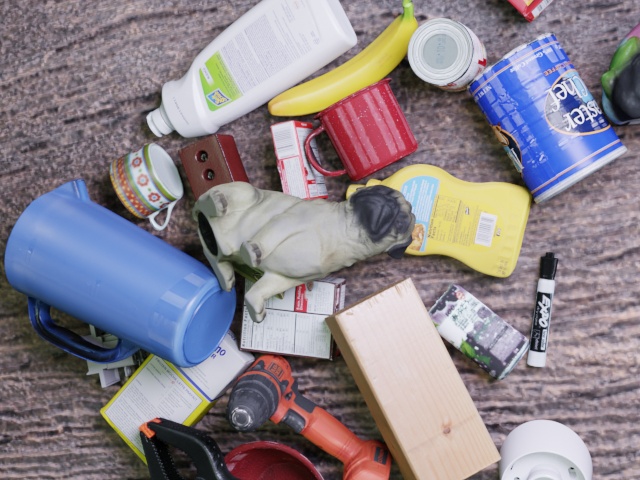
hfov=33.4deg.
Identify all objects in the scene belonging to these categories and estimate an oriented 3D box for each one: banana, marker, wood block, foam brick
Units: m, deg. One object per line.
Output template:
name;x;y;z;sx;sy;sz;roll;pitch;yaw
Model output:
banana;0.034;-0.186;1.143;0.198;0.069;0.037;-36;45;22
marker;0.234;0.072;1.125;0.020;0.020;0.121;8;96;15
wood block;0.093;0.152;1.118;0.090;0.090;0.206;-26;88;-9
foam brick;-0.117;-0.074;1.200;0.053;0.051;0.078;-22;88;17

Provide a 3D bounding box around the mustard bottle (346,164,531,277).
mustard bottle;0.120;-0.029;1.131;0.192;0.058;0.096;14;103;15

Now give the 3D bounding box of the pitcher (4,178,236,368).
pitcher;-0.220;0.054;1.178;0.243;0.149;0.144;25;58;24

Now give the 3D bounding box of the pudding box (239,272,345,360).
pudding box;-0.032;0.083;1.194;0.114;0.039;0.090;6;95;18

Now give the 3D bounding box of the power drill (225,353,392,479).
power drill;-0.013;0.203;1.131;0.187;0.184;0.057;40;103;0

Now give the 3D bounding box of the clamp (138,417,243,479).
clamp;-0.130;0.287;1.184;0.210;0.036;0.165;40;109;16

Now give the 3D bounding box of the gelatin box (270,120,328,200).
gelatin box;-0.023;-0.084;1.161;0.030;0.073;0.089;-11;91;16

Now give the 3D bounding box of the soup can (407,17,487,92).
soup can;0.131;-0.189;1.093;0.068;0.102;0.068;1;95;16

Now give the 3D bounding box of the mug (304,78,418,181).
mug;0.041;-0.109;1.129;0.117;0.093;0.081;-27;91;-3

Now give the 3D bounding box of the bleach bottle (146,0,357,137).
bleach bottle;-0.089;-0.195;1.179;0.251;0.068;0.102;-28;85;18

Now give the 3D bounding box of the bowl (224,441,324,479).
bowl;-0.047;0.299;1.198;0.162;0.055;0.162;1;93;24

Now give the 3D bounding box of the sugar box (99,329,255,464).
sugar box;-0.165;0.168;1.236;0.093;0.048;0.176;45;101;10

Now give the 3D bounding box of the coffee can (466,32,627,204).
coffee can;0.226;-0.122;1.070;0.103;0.102;0.140;-32;85;16
